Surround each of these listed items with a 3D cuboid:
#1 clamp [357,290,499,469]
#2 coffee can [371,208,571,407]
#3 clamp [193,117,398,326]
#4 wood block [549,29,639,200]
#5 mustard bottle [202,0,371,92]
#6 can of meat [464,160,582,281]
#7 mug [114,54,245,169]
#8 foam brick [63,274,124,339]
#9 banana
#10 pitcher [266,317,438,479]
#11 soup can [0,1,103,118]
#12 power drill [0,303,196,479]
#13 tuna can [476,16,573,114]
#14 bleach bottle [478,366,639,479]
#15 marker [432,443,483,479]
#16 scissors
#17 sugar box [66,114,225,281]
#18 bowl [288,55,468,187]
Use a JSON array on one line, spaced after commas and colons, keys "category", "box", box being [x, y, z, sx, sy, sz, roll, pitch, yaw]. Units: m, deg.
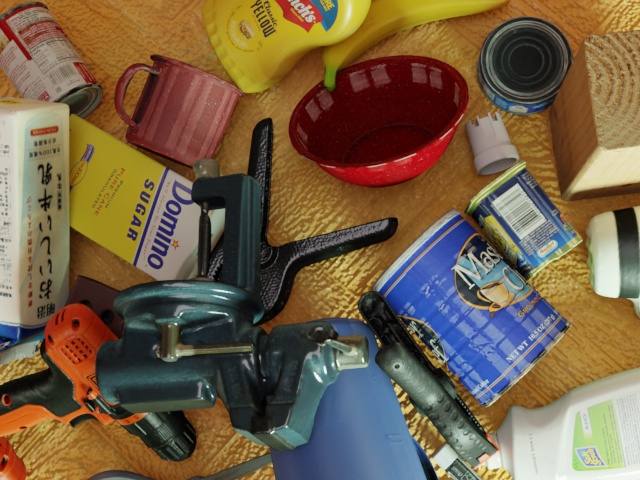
[{"category": "clamp", "box": [0.086, 0.116, 0.880, 0.039, 0.120, 0.171, -32, 118, 11]}, {"category": "coffee can", "box": [0.128, 0.057, 0.916, 0.103, 0.103, 0.140, -44, 81, -2]}, {"category": "clamp", "box": [-0.056, 0.001, 0.973, 0.210, 0.036, 0.165, -44, 75, 1]}, {"category": "wood block", "box": [0.250, -0.097, 0.875, 0.091, 0.206, 0.090, -6, 81, 4]}, {"category": "mustard bottle", "box": [-0.013, -0.214, 0.948, 0.192, 0.058, 0.096, -27, 86, 31]}, {"category": "can of meat", "box": [0.175, -0.014, 0.924, 0.057, 0.102, 0.084, -36, 82, -2]}, {"category": "mug", "box": [-0.134, -0.117, 0.963, 0.093, 0.117, 0.081, 21, 88, 47]}, {"category": "foam brick", "box": [-0.188, 0.071, 0.967, 0.078, 0.051, 0.053, 21, 84, 7]}, {"category": "banana", "box": [0.077, -0.202, 0.988, 0.197, 0.037, 0.070, -28, 69, -6]}, {"category": "pitcher", "box": [0.030, 0.193, 0.883, 0.145, 0.149, 0.243, -15, 66, -2]}, {"category": "soup can", "box": [-0.258, -0.163, 1.000, 0.068, 0.068, 0.102, -36, 81, -1]}, {"category": "power drill", "box": [-0.224, 0.159, 0.931, 0.188, 0.057, 0.184, -30, 118, 9]}, {"category": "tuna can", "box": [0.187, -0.161, 0.978, 0.086, 0.033, 0.086, -1, 82, 5]}, {"category": "bleach bottle", "box": [0.256, 0.154, 0.912, 0.251, 0.068, 0.102, -10, 80, 6]}, {"category": "marker", "box": [0.147, 0.227, 0.931, 0.121, 0.020, 0.020, 44, 87, 9]}, {"category": "scissors", "box": [-0.127, 0.209, 0.939, 0.202, 0.016, 0.096, -36, 114, 2]}, {"category": "sugar box", "box": [-0.175, -0.034, 0.971, 0.176, 0.048, 0.093, 29, 88, 20]}, {"category": "bowl", "box": [0.056, -0.097, 0.946, 0.162, 0.055, 0.162, -12, 41, 10]}]
